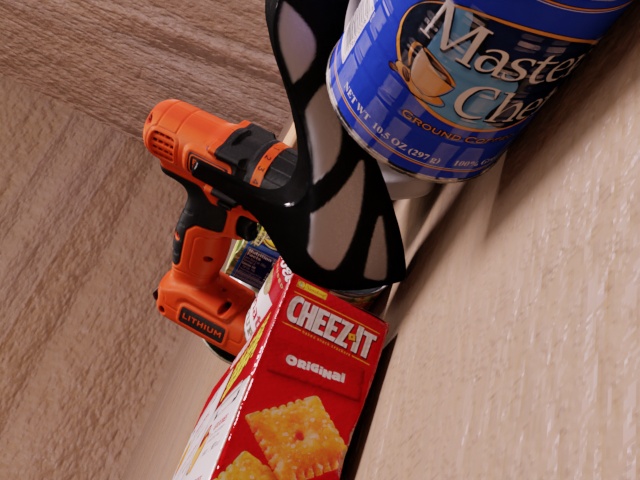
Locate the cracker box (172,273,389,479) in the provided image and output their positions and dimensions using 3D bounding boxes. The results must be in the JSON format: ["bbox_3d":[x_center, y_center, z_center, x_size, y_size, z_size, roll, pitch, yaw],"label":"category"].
[{"bbox_3d":[-0.045,0.150,0.580,0.164,0.072,0.213,-55,10,52],"label":"cracker box"}]

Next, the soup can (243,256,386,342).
[{"bbox_3d":[-0.003,0.037,0.697,0.102,0.068,0.068,-58,8,45],"label":"soup can"}]

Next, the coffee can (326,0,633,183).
[{"bbox_3d":[0.074,-0.106,0.487,0.140,0.102,0.102,-55,11,53],"label":"coffee can"}]

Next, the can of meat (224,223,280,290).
[{"bbox_3d":[-0.031,0.010,0.941,0.057,0.084,0.102,-61,7,27],"label":"can of meat"}]

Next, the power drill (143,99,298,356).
[{"bbox_3d":[-0.055,0.001,0.806,0.057,0.185,0.188,-40,-29,-46],"label":"power drill"}]
